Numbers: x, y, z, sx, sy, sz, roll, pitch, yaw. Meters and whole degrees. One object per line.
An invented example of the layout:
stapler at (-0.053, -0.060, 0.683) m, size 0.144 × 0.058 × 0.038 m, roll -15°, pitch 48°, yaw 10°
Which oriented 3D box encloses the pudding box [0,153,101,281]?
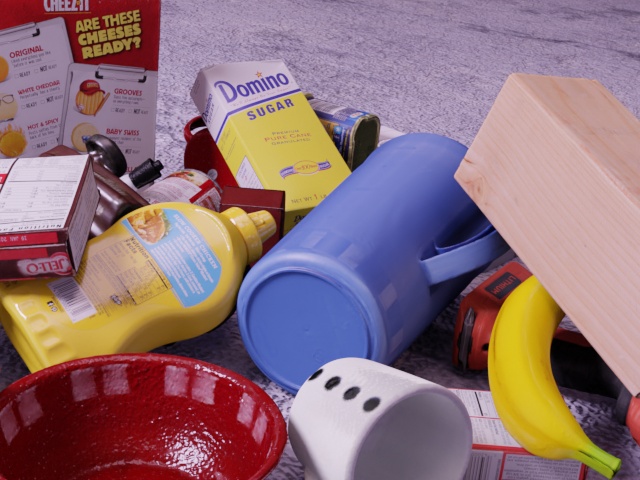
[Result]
pudding box at (-0.194, -0.015, 0.680) m, size 0.090 × 0.039 × 0.113 m, roll -3°, pitch 31°, yaw -1°

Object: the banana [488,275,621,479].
banana at (0.137, 0.071, 0.658) m, size 0.069 × 0.037 × 0.197 m, roll 18°, pitch 35°, yaw -5°

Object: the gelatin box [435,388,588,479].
gelatin box at (0.111, 0.121, 0.648) m, size 0.089 × 0.030 × 0.073 m, roll 5°, pitch 20°, yaw -1°

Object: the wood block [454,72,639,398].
wood block at (0.189, -0.009, 0.681) m, size 0.090 × 0.091 × 0.206 m, roll -2°, pitch 43°, yaw -34°

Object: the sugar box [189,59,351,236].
sugar box at (-0.041, -0.088, 0.971) m, size 0.093 × 0.048 × 0.176 m, roll -12°, pitch 61°, yaw -33°

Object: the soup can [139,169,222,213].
soup can at (-0.127, -0.014, 0.889) m, size 0.068 × 0.068 × 0.102 m, roll 11°, pitch 22°, yaw 15°

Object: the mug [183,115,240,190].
mug at (-0.086, -0.085, 1.041) m, size 0.117 × 0.093 × 0.081 m, roll 43°, pitch 42°, yaw 21°

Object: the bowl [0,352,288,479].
bowl at (-0.100, 0.120, 0.567) m, size 0.162 × 0.055 × 0.162 m, roll 4°, pitch 21°, yaw -2°

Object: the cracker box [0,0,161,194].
cracker box at (-0.227, -0.113, 0.921) m, size 0.163 × 0.214 × 0.072 m, roll -9°, pitch 25°, yaw -32°

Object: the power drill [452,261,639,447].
power drill at (0.202, 0.072, 0.752) m, size 0.188 × 0.057 × 0.184 m, roll 18°, pitch 26°, yaw 30°

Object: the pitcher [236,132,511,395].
pitcher at (0.049, 0.014, 0.770) m, size 0.145 × 0.149 × 0.242 m, roll 34°, pitch 32°, yaw 10°

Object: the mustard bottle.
mustard bottle at (-0.110, 0.025, 0.705) m, size 0.191 × 0.058 × 0.096 m, roll -28°, pitch 64°, yaw -28°

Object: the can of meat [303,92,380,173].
can of meat at (0.008, -0.088, 1.065) m, size 0.084 × 0.102 × 0.057 m, roll 19°, pitch 26°, yaw 28°

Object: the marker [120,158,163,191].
marker at (-0.185, -0.033, 0.902) m, size 0.121 × 0.020 × 0.020 m, roll -32°, pitch 22°, yaw 6°

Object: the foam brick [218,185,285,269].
foam brick at (-0.056, 0.001, 0.854) m, size 0.051 × 0.078 × 0.053 m, roll 3°, pitch 19°, yaw -2°
